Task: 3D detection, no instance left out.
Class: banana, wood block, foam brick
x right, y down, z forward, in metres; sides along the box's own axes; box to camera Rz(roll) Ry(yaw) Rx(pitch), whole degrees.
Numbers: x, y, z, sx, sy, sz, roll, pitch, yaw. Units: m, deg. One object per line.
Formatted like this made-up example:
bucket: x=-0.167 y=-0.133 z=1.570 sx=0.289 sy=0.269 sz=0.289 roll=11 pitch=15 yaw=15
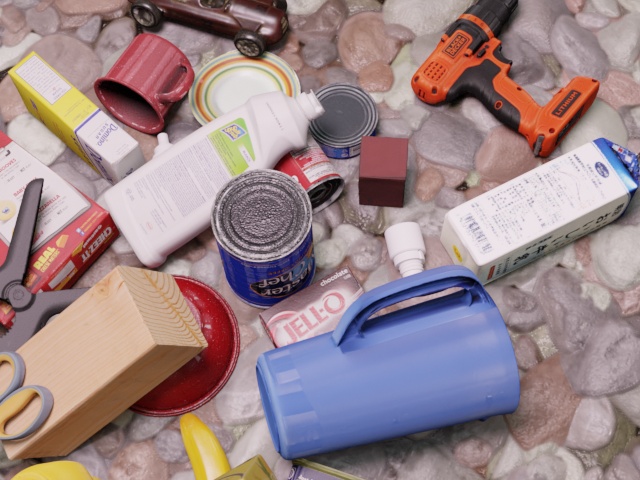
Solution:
banana: x=-0.116 y=0.270 z=1.065 sx=0.069 sy=0.037 sz=0.198 roll=4 pitch=67 yaw=1
wood block: x=-0.226 y=0.123 z=1.053 sx=0.206 sy=0.090 sz=0.091 roll=-38 pitch=67 yaw=19
foam brick: x=0.069 y=-0.076 z=1.186 sx=0.053 sy=0.078 sz=0.051 roll=5 pitch=69 yaw=3

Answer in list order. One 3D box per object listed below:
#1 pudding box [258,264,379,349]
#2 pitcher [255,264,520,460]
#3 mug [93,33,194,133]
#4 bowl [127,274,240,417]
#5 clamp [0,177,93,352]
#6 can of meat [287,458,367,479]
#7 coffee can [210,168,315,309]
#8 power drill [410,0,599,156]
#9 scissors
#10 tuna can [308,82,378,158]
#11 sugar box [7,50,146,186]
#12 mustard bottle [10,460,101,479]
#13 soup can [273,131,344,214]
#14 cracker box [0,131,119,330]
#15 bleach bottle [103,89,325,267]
pudding box: x=0.004 y=0.093 z=1.136 sx=0.113 sy=0.039 sz=0.090 roll=-28 pitch=69 yaw=-10
pitcher: x=0.063 y=0.126 z=1.049 sx=0.242 sy=0.145 sz=0.149 roll=-14 pitch=77 yaw=-9
mug: x=-0.192 y=-0.183 z=1.226 sx=0.117 sy=0.093 sz=0.081 roll=7 pitch=57 yaw=41
bowl: x=-0.168 y=0.102 z=1.129 sx=0.162 sy=0.055 sz=0.162 roll=0 pitch=67 yaw=1
clamp: x=-0.309 y=0.047 z=1.087 sx=0.209 sy=0.036 sz=0.164 roll=-37 pitch=86 yaw=-15
can of meat: x=0.007 y=0.271 z=1.052 sx=0.102 sy=0.057 sz=0.084 roll=17 pitch=71 yaw=9
coffee can: x=-0.057 y=0.001 z=1.122 sx=0.103 sy=0.140 sz=0.103 roll=0 pitch=67 yaw=1
power drill: x=0.226 y=-0.199 z=1.246 sx=0.188 sy=0.057 sz=0.184 roll=36 pitch=76 yaw=18
scissors: x=-0.344 y=0.180 z=1.044 sx=0.202 sy=0.016 sz=0.096 roll=-29 pitch=68 yaw=19
tuna can: x=0.024 y=-0.138 z=1.237 sx=0.086 sy=0.034 sz=0.086 roll=-1 pitch=67 yaw=1
sugar box: x=-0.271 y=-0.128 z=1.209 sx=0.048 sy=0.093 sz=0.176 roll=-43 pitch=72 yaw=-15
mustard bottle: x=-0.252 y=0.249 z=0.994 sx=0.096 sy=0.191 sz=0.058 roll=-33 pitch=70 yaw=-12
soup can: x=-0.028 y=-0.086 z=1.198 sx=0.068 sy=0.068 sz=0.102 roll=-31 pitch=69 yaw=-11
cracker box: x=-0.357 y=-0.019 z=1.176 sx=0.214 sy=0.072 sz=0.164 roll=35 pitch=73 yaw=15
bleach bottle: x=-0.104 y=-0.077 z=1.152 sx=0.251 sy=0.068 sz=0.102 roll=-32 pitch=88 yaw=6
